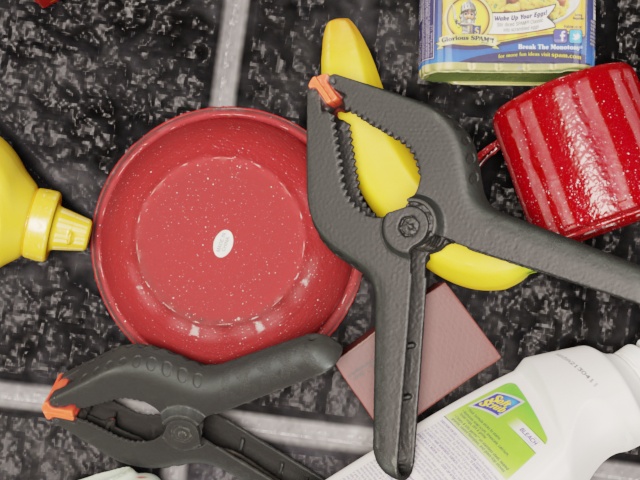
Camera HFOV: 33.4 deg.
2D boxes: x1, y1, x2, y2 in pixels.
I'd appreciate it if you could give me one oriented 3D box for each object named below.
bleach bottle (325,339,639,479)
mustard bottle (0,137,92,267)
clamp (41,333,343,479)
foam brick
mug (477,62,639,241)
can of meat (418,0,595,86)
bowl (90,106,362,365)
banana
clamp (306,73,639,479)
[{"bbox_3d":[0.085,0.132,0.562,0.250,0.103,0.068,-30,131,-12],"label":"bleach bottle"},{"bbox_3d":[-0.223,-0.025,0.591,0.191,0.058,0.096,13,112,-9],"label":"mustard bottle"},{"bbox_3d":[-0.066,0.104,0.594,0.171,0.039,0.120,-1,114,14],"label":"clamp"},{"bbox_3d":[0.051,0.065,0.597,0.078,0.051,0.053,-35,87,-1],"label":"foam brick"},{"bbox_3d":[0.135,-0.041,0.588,0.117,0.093,0.081,-22,82,27],"label":"mug"},{"bbox_3d":[0.105,-0.133,0.602,0.102,0.057,0.084,1,90,1],"label":"can of meat"},{"bbox_3d":[-0.054,0.001,0.599,0.162,0.055,0.162,0,88,0],"label":"bowl"},{"bbox_3d":[0.053,-0.038,0.594,0.070,0.037,0.198,-49,67,21],"label":"banana"},{"bbox_3d":[0.047,0.005,0.548,0.165,0.036,0.210,-43,68,12],"label":"clamp"}]
